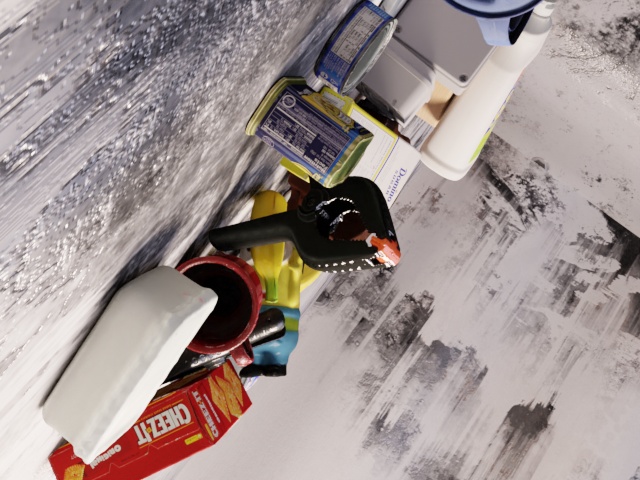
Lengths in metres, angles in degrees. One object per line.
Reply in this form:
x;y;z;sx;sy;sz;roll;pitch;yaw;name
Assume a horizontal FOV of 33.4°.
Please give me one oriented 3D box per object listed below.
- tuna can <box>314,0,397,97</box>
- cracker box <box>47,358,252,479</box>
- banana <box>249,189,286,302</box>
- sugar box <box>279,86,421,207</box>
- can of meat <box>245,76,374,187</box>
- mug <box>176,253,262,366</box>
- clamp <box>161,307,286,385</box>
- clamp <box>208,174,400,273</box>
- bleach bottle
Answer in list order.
0.032;-0.175;0.969;0.086;0.034;0.086;-53;175;-7;tuna can
-0.176;0.203;1.150;0.164;0.072;0.213;-27;178;7;cracker box
-0.055;-0.013;1.091;0.198;0.037;0.070;-90;-172;-63;banana
0.035;-0.087;1.125;0.093;0.048;0.176;-58;151;3;sugar box
-0.005;-0.092;0.905;0.057;0.084;0.102;-55;175;14;can of meat
-0.095;0.067;1.037;0.093;0.117;0.081;-29;-177;6;mug
-0.109;0.116;1.137;0.171;0.039;0.120;-21;166;4;clamp
0.003;-0.036;0.973;0.036;0.210;0.164;40;78;-44;clamp
0.211;-0.195;1.308;0.102;0.068;0.251;-49;171;-49;bleach bottle
